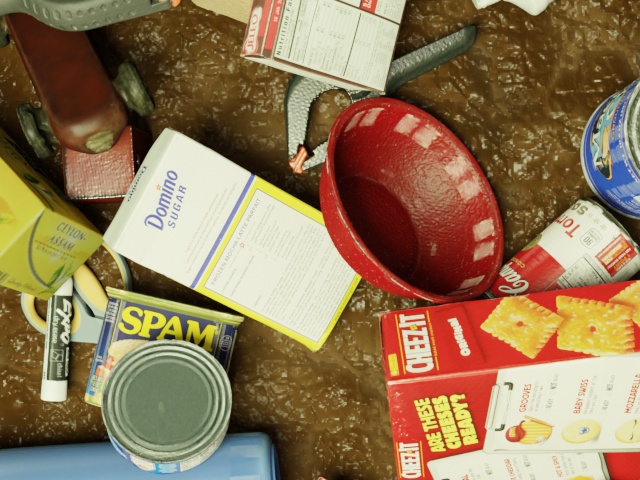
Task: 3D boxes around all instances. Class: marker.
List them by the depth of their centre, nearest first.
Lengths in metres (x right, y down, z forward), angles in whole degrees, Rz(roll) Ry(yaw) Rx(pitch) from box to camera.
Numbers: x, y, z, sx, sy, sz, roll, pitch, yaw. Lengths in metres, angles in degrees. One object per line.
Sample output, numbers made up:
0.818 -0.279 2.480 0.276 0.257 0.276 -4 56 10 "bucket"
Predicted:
-0.196 0.059 0.799 0.020 0.020 0.121 4 90 3 "marker"

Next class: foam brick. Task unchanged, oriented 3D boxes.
-0.154 -0.054 0.786 0.051 0.078 0.053 -4 91 2 "foam brick"

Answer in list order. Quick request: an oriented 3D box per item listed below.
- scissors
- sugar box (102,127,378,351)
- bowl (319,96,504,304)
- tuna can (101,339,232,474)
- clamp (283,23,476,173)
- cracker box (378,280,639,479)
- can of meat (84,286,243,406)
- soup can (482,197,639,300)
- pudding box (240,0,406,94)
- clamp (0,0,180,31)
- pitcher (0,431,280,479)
-0.158 0.089 0.814 0.096 0.016 0.202 -24 88 4 "scissors"
-0.055 0.001 0.761 0.176 0.048 0.093 30 89 -22 "sugar box"
0.055 -0.020 0.761 0.055 0.161 0.162 -36 86 43 "bowl"
-0.103 0.112 0.716 0.086 0.034 0.086 2 62 -5 "tuna can"
0.020 -0.131 0.798 0.120 0.039 0.171 42 91 4 "clamp"
0.154 0.111 0.730 0.213 0.072 0.164 -7 132 3 "cracker box"
-0.115 0.085 0.778 0.102 0.057 0.084 13 86 -6 "can of meat"
0.174 0.026 0.772 0.102 0.068 0.068 -41 87 1 "soup can"
0.006 -0.155 0.727 0.113 0.039 0.090 10 96 -42 "pudding box"
-0.197 -0.200 0.766 0.210 0.036 0.164 4 56 12 "clamp"
-0.147 0.212 0.764 0.243 0.149 0.145 -6 73 0 "pitcher"
